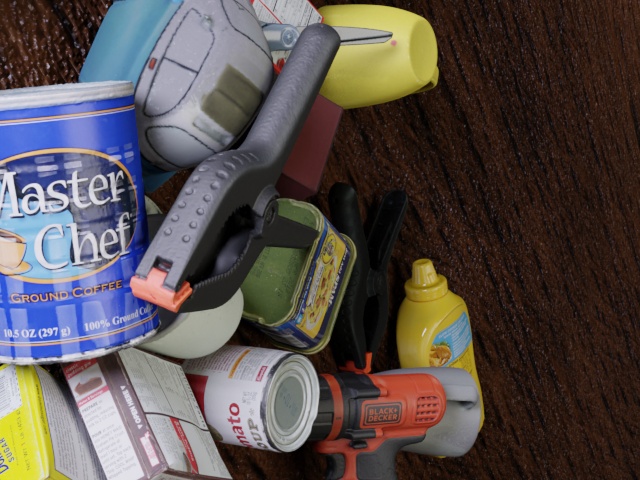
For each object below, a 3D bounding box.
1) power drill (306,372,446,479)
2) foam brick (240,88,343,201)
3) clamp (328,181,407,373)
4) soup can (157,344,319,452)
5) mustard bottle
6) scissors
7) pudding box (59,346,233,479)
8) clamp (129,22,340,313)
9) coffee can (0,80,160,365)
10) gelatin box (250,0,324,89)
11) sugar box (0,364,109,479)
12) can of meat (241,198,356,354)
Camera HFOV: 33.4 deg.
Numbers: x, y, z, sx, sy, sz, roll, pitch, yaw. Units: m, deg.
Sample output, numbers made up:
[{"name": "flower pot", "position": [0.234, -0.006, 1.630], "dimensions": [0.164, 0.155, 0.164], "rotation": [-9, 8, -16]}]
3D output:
[{"name": "power drill", "position": [0.010, 0.197, 0.852], "dimensions": [0.184, 0.057, 0.188], "rotation": [0, 102, -24]}, {"name": "foam brick", "position": [-0.025, -0.073, 0.809], "dimensions": [0.051, 0.053, 0.078], "rotation": [29, 66, -26]}, {"name": "clamp", "position": [0.043, 0.029, 0.949], "dimensions": [0.120, 0.039, 0.171], "rotation": [-12, 108, -52]}, {"name": "soup can", "position": [-0.060, 0.106, 0.733], "dimensions": [0.068, 0.102, 0.068], "rotation": [-6, 97, -57]}, {"name": "mustard bottle", "position": [0.114, 0.109, 1.046], "dimensions": [0.096, 0.058, 0.191], "rotation": [-32, 118, -45]}, {"name": "scissors", "position": [-0.037, -0.130, 0.772], "dimensions": [0.201, 0.016, 0.096], "rotation": [11, 95, -34]}, {"name": "pudding box", "position": [-0.103, 0.112, 0.646], "dimensions": [0.090, 0.039, 0.113], "rotation": [61, 4, 21]}, {"name": "clamp", "position": [-0.043, -0.015, 0.642], "dimensions": [0.209, 0.036, 0.165], "rotation": [-54, 155, -43]}, {"name": "coffee can", "position": [-0.147, -0.014, 0.590], "dimensions": [0.102, 0.103, 0.140], "rotation": [-21, 110, -55]}, {"name": "gelatin box", "position": [-0.040, -0.164, 0.815], "dimensions": [0.089, 0.030, 0.073], "rotation": [41, 58, -47]}, {"name": "sugar box", "position": [-0.132, 0.148, 0.638], "dimensions": [0.176, 0.048, 0.093], "rotation": [54, 7, -46]}, {"name": "can of meat", "position": [-0.020, 0.027, 0.810], "dimensions": [0.084, 0.057, 0.102], "rotation": [46, 60, -65]}]
